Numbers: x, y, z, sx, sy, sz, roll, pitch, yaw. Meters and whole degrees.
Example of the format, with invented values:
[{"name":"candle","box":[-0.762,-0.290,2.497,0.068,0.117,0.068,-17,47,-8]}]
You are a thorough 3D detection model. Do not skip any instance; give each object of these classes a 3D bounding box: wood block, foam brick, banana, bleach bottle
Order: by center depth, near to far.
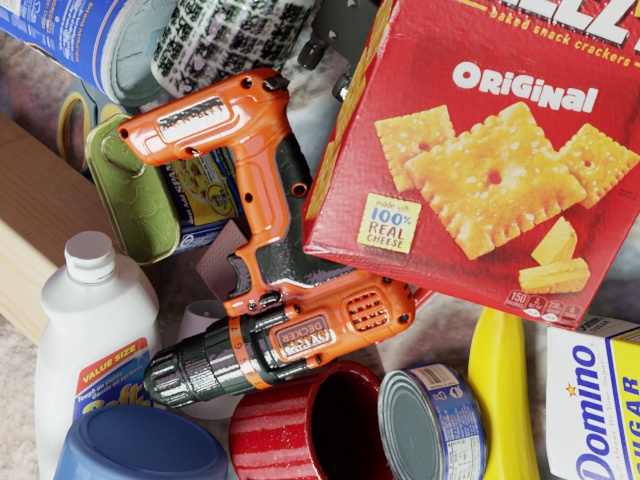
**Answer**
[{"name":"banana","box":[0.118,0.129,0.645,0.070,0.037,0.198,158,103,-66]},{"name":"foam brick","box":[-0.037,0.026,0.734,0.078,0.051,0.053,52,123,15]},{"name":"bleach bottle","box":[-0.161,0.098,0.751,0.068,0.102,0.251,54,151,40]},{"name":"wood block","box":[-0.226,-0.008,0.823,0.206,0.090,0.090,37,132,24]}]

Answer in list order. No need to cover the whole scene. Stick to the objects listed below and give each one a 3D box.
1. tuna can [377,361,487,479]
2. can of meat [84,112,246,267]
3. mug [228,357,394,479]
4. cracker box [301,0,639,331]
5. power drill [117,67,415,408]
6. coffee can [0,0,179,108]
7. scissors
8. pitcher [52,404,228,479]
[{"name":"tuna can","box":[0.069,0.120,0.666,0.086,0.033,0.086,171,90,-69]},{"name":"can of meat","box":[-0.105,-0.040,0.747,0.058,0.083,0.102,-25,85,35]},{"name":"mug","box":[-0.008,0.120,0.714,0.082,0.093,0.117,-17,75,40]},{"name":"cracker box","box":[0.101,-0.072,0.560,0.164,0.072,0.214,18,114,-10]},{"name":"power drill","box":[-0.054,0.001,0.663,0.184,0.057,0.187,-21,97,13]},{"name":"coffee can","box":[-0.165,-0.170,0.741,0.140,0.102,0.103,32,116,17]},{"name":"scissors","box":[-0.162,-0.137,0.810,0.096,0.016,0.202,22,111,28]},{"name":"pitcher","box":[-0.152,0.237,0.720,0.145,0.149,0.243,26,108,34]}]
